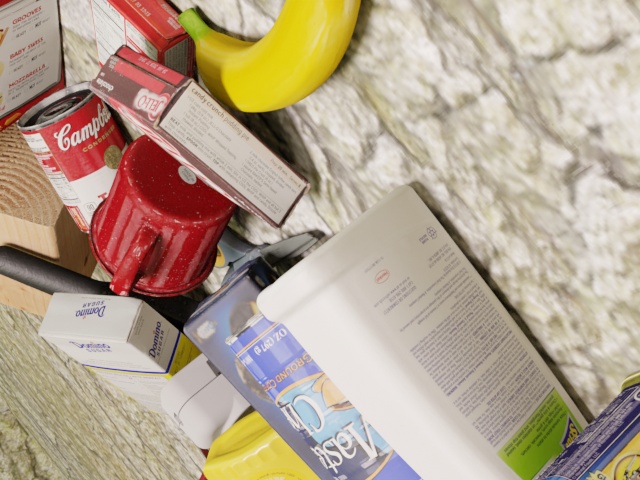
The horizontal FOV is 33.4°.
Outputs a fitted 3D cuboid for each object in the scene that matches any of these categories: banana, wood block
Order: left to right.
[{"bbox_3d":[-0.266,-0.012,1.001,0.090,0.090,0.206,18,151,1],"label":"wood block"},{"bbox_3d":[-0.026,-0.101,0.547,0.069,0.037,0.198,57,156,-16],"label":"banana"}]

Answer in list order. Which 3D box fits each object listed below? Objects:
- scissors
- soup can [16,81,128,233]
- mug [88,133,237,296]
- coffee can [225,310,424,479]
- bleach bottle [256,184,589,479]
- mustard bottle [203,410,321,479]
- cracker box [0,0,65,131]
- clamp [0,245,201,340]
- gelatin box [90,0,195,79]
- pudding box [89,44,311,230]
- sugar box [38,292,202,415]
[{"bbox_3d":[-0.055,0.001,0.767,0.096,0.016,0.202,49,156,8],"label":"scissors"},{"bbox_3d":[-0.184,-0.064,0.843,0.069,0.068,0.102,16,138,53],"label":"soup can"},{"bbox_3d":[-0.108,-0.014,0.716,0.093,0.117,0.082,31,140,-2],"label":"mug"},{"bbox_3d":[0.027,0.082,0.626,0.140,0.102,0.103,51,156,2],"label":"coffee can"},{"bbox_3d":[0.083,0.097,0.547,0.251,0.102,0.068,52,146,1],"label":"bleach bottle"},{"bbox_3d":[0.005,0.210,0.811,0.096,0.058,0.191,-32,109,23],"label":"mustard bottle"},{"bbox_3d":[-0.273,-0.146,0.771,0.072,0.164,0.214,44,155,13],"label":"cracker box"},{"bbox_3d":[-0.177,0.067,0.959,0.210,0.036,0.164,9,153,19],"label":"clamp"},{"bbox_3d":[-0.112,-0.123,0.680,0.073,0.030,0.089,45,155,18],"label":"gelatin box"},{"bbox_3d":[-0.070,-0.061,0.624,0.113,0.039,0.090,38,177,-40],"label":"pudding box"},{"bbox_3d":[-0.150,0.101,0.916,0.093,0.048,0.176,2,150,27],"label":"sugar box"}]
